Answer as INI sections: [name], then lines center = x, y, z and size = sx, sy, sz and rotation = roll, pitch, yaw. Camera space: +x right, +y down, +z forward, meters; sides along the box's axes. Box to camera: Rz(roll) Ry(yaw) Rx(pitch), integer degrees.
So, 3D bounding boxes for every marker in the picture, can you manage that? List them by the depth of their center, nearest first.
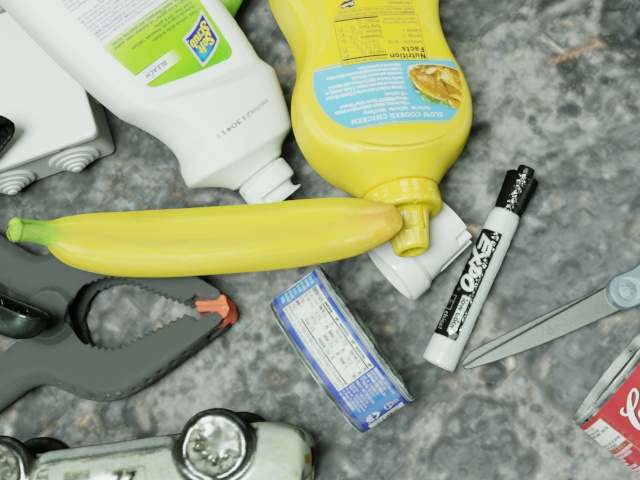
[marker]
center = 0.090, 0.014, 0.587
size = 0.020, 0.020, 0.121
rotation = 24, 83, 10

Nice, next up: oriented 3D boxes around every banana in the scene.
[banana]
center = -0.055, 0.000, 0.550
size = 0.198, 0.069, 0.037
rotation = -3, 92, 7

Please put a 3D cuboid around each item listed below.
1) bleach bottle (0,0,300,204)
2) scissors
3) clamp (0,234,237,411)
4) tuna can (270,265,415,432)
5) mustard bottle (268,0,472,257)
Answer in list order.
[bleach bottle]
center = -0.105, -0.114, 0.575
size = 0.102, 0.068, 0.251
rotation = -39, 93, -11
[scissors]
center = 0.169, 0.008, 0.581
size = 0.202, 0.016, 0.096
rotation = -10, 78, 5
[clamp]
center = -0.153, 0.054, 0.601
size = 0.210, 0.036, 0.164
rotation = 3, 80, 8
[tuna can]
center = 0.011, 0.057, 0.556
size = 0.034, 0.086, 0.086
rotation = -36, 78, 1
[mustard bottle]
center = 0.030, -0.082, 0.575
size = 0.096, 0.058, 0.191
rotation = -5, 69, -14
